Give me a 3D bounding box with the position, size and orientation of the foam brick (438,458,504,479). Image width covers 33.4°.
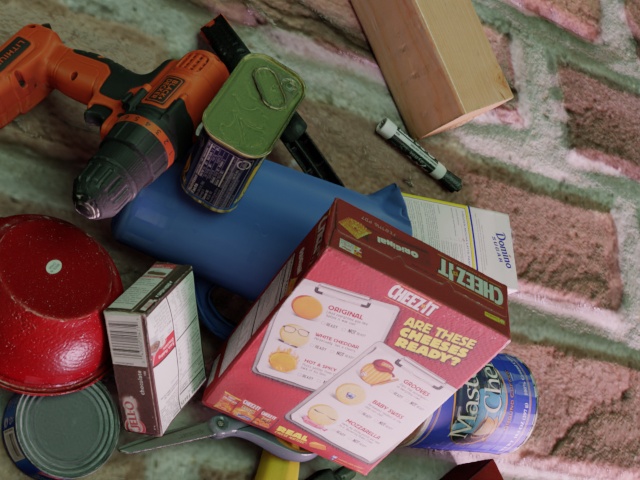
[{"bbox_3d":[0.141,0.256,1.042,0.078,0.051,0.053,-27,91,-41],"label":"foam brick"}]

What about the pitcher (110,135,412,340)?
[{"bbox_3d":[-0.056,0.001,0.927,0.242,0.145,0.149,22,55,-14],"label":"pitcher"}]

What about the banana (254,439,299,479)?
[{"bbox_3d":[-0.061,0.229,0.895,0.197,0.037,0.069,-44,114,-49],"label":"banana"}]

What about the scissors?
[{"bbox_3d":[-0.069,0.168,0.896,0.096,0.016,0.201,47,38,15],"label":"scissors"}]

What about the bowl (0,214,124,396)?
[{"bbox_3d":[-0.214,0.036,0.826,0.162,0.055,0.162,20,47,-23],"label":"bowl"}]

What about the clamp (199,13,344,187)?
[{"bbox_3d":[-0.053,-0.137,0.997,0.036,0.164,0.210,-36,74,0],"label":"clamp"}]

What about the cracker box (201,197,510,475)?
[{"bbox_3d":[0.025,0.085,0.867,0.164,0.214,0.072,27,39,-15],"label":"cracker box"}]

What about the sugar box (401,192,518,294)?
[{"bbox_3d":[0.131,0.007,1.136,0.175,0.048,0.093,12,66,-38],"label":"sugar box"}]

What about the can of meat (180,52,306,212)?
[{"bbox_3d":[-0.063,-0.083,0.837,0.057,0.084,0.102,30,51,-3],"label":"can of meat"}]

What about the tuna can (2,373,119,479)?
[{"bbox_3d":[-0.202,0.144,0.832,0.086,0.034,0.086,15,64,-33],"label":"tuna can"}]

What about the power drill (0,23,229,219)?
[{"bbox_3d":[-0.190,-0.101,0.850,0.188,0.057,0.184,19,49,20],"label":"power drill"}]

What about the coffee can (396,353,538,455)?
[{"bbox_3d":[0.126,0.153,1.036,0.140,0.103,0.103,12,66,-34],"label":"coffee can"}]

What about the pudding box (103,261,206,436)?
[{"bbox_3d":[-0.130,0.086,0.858,0.090,0.039,0.113,-53,144,-59],"label":"pudding box"}]

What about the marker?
[{"bbox_3d":[0.111,-0.092,1.174,0.121,0.020,0.020,37,54,-21],"label":"marker"}]

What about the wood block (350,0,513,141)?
[{"bbox_3d":[0.116,-0.227,1.184,0.090,0.090,0.206,-22,88,-41],"label":"wood block"}]
